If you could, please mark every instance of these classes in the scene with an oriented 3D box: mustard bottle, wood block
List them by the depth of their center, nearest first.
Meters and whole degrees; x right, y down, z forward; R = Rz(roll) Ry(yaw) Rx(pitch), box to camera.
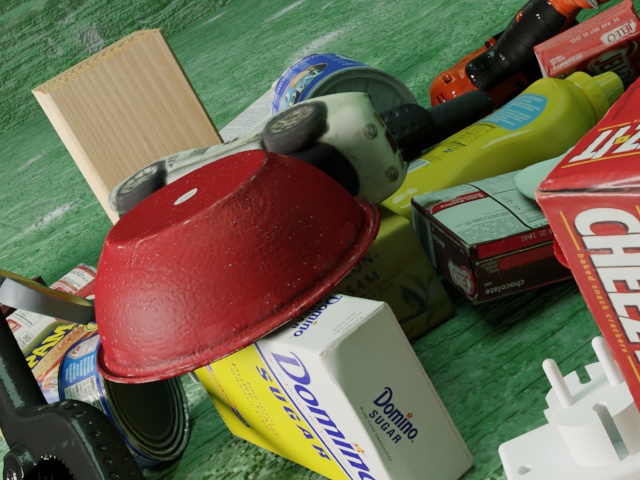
[{"bbox_3d":[0.122,-0.059,0.716,0.191,0.058,0.096,-32,12,-9],"label":"mustard bottle"},{"bbox_3d":[-0.110,-0.039,0.767,0.090,0.206,0.090,-33,19,-13],"label":"wood block"}]

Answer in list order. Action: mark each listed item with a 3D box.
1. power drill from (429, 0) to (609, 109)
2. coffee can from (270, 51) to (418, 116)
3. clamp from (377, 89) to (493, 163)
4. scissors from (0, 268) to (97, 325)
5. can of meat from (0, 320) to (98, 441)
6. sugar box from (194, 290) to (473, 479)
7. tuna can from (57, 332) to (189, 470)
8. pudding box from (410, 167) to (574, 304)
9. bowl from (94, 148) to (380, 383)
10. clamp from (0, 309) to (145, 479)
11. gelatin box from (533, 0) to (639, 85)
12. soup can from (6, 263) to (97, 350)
[{"bbox_3d":[0.187,-0.175,0.836,0.184,0.057,0.188,-36,-8,-35],"label":"power drill"},{"bbox_3d":[0.018,-0.104,0.912,0.103,0.103,0.140,-30,19,-3],"label":"coffee can"},{"bbox_3d":[0.062,-0.073,0.762,0.120,0.039,0.171,-42,-9,15],"label":"clamp"},{"bbox_3d":[-0.157,0.040,0.676,0.201,0.096,0.016,38,-108,-75],"label":"scissors"},{"bbox_3d":[-0.167,0.095,0.740,0.084,0.057,0.102,-13,24,34],"label":"can of meat"},{"bbox_3d":[-0.011,0.069,0.526,0.048,0.093,0.176,-37,20,-21],"label":"sugar box"},{"bbox_3d":[-0.114,0.093,0.624,0.034,0.086,0.086,-25,19,18],"label":"tuna can"},{"bbox_3d":[0.108,-0.006,0.606,0.090,0.039,0.113,-14,19,-8],"label":"pudding box"},{"bbox_3d":[-0.053,0.001,0.530,0.162,0.055,0.162,-25,19,9],"label":"bowl"},{"bbox_3d":[-0.155,0.134,0.577,0.036,0.164,0.210,1,15,-45],"label":"clamp"},{"bbox_3d":[0.197,-0.130,0.769,0.073,0.030,0.089,-25,-18,12],"label":"gelatin box"},{"bbox_3d":[-0.205,0.074,0.828,0.102,0.068,0.069,-40,22,-29],"label":"soup can"}]
